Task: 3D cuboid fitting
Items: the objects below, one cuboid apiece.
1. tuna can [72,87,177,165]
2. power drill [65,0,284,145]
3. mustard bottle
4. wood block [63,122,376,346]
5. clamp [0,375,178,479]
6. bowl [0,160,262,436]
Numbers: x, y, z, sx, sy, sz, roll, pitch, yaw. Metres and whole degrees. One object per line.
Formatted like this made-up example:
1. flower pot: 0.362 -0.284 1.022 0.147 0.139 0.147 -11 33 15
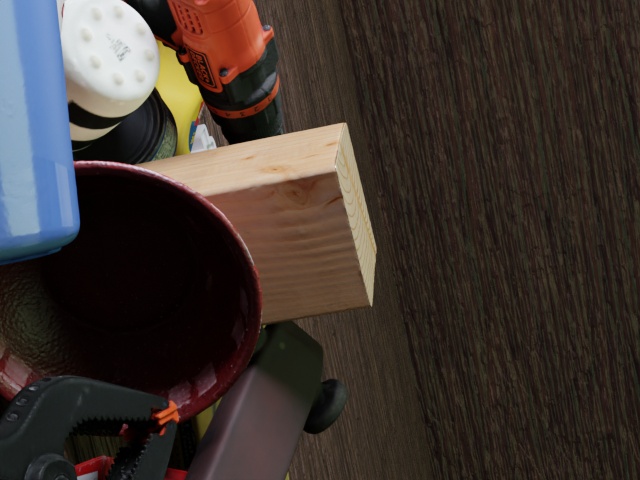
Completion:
1. tuna can: -0.140 -0.071 0.718 0.033 0.086 0.086 60 22 -68
2. power drill: -0.107 -0.142 0.716 0.057 0.188 0.184 -50 154 -22
3. mustard bottle: -0.115 -0.117 0.836 0.096 0.058 0.192 -119 -134 -69
4. wood block: -0.077 0.001 0.646 0.090 0.206 0.091 -77 154 -67
5. clamp: -0.126 0.127 0.478 0.209 0.036 0.164 -13 79 -61
6. bowl: -0.112 0.024 0.574 0.055 0.162 0.162 -96 172 -65
